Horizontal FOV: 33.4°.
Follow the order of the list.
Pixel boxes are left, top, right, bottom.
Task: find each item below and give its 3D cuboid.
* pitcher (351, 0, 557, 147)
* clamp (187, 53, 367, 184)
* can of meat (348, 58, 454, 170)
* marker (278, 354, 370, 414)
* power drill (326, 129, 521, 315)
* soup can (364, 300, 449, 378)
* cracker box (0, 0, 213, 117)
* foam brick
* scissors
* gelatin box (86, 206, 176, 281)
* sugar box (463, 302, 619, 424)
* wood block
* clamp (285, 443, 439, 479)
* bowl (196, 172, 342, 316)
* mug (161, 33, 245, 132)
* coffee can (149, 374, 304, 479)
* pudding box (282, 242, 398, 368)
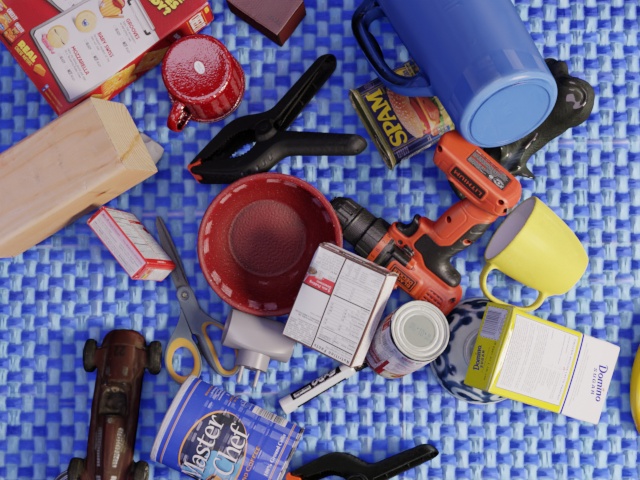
[{"bbox_3d":[0.144,-0.213,1.138,0.144,0.149,0.243,0,50,-29],"label":"pitcher"},{"bbox_3d":[-0.054,-0.126,1.213,0.210,0.036,0.164,-20,47,14],"label":"clamp"},{"bbox_3d":[0.093,-0.145,1.217,0.084,0.057,0.102,-29,85,-3],"label":"can of meat"},{"bbox_3d":[0.009,0.159,1.212,0.121,0.020,0.020,-30,85,-1],"label":"marker"},{"bbox_3d":[0.113,-0.029,1.163,0.184,0.057,0.188,39,127,4],"label":"power drill"},{"bbox_3d":[0.092,0.109,1.163,0.068,0.102,0.068,4,72,-13],"label":"soup can"},{"bbox_3d":[-0.257,-0.261,1.233,0.213,0.072,0.164,-38,85,-2],"label":"cracker box"},{"bbox_3d":[-0.063,-0.272,1.236,0.078,0.051,0.053,37,88,5],"label":"foam brick"},{"bbox_3d":[-0.167,0.080,1.228,0.096,0.016,0.202,-36,85,-1],"label":"scissors"},{"bbox_3d":[-0.213,0.005,1.199,0.030,0.073,0.089,-44,75,10],"label":"gelatin box"},{"bbox_3d":[0.240,0.134,1.148,0.176,0.048,0.093,21,85,-36],"label":"sugar box"},{"bbox_3d":[-0.300,-0.066,1.185,0.206,0.090,0.090,-29,84,13],"label":"wood block"},{"bbox_3d":[0.046,0.284,1.173,0.171,0.039,0.120,-6,54,13],"label":"clamp"},{"bbox_3d":[-0.058,0.001,1.200,0.162,0.055,0.162,-1,99,-6],"label":"bowl"},{"bbox_3d":[-0.142,-0.177,1.216,0.093,0.081,0.117,32,87,4],"label":"mug"},{"bbox_3d":[-0.101,0.222,1.170,0.140,0.103,0.103,24,86,4],"label":"coffee can"},{"bbox_3d":[0.020,0.069,1.152,0.090,0.039,0.113,24,99,20],"label":"pudding box"}]
